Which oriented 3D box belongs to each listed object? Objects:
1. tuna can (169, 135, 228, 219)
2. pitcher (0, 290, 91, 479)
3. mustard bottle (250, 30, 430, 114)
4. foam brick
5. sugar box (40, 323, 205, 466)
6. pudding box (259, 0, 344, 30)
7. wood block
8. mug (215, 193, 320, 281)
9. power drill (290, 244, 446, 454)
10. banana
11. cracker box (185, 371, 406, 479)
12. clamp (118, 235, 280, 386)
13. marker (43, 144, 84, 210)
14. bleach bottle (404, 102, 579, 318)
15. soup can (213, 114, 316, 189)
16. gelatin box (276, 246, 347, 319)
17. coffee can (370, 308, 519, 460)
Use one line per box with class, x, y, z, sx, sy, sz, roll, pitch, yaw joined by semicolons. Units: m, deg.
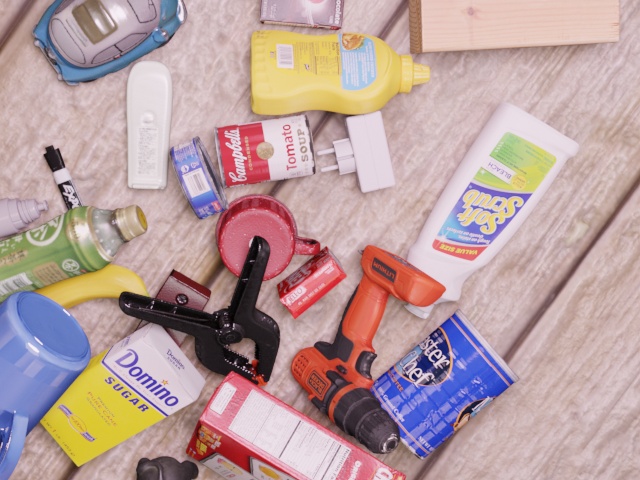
tuna can;-0.130;-0.066;1.144;0.034;0.086;0.086;-22;99;1
pitcher;-0.351;0.176;1.115;0.149;0.145;0.243;45;105;-2
mustard bottle;0.021;-0.179;1.139;0.191;0.058;0.096;0;56;-4
foam brick;-0.163;0.079;1.181;0.053;0.051;0.078;31;96;-7
sugar box;-0.223;0.169;1.165;0.176;0.048;0.093;-31;105;23
pudding box;-0.018;-0.285;1.141;0.090;0.039;0.113;4;98;-4
wood block;0.202;-0.249;1.134;0.206;0.090;0.091;-3;99;-3
mug;-0.058;0.001;1.160;0.117;0.081;0.093;11;98;-5
power drill;0.057;0.112;1.135;0.057;0.185;0.188;23;99;-39
banana;-0.272;0.066;1.167;0.198;0.037;0.069;-15;57;13
cracker box;-0.032;0.237;1.137;0.213;0.164;0.072;31;64;2
clamp;-0.110;0.092;1.138;0.164;0.036;0.210;-17;135;0
marker;-0.274;-0.047;1.172;0.020;0.020;0.121;-22;99;0
bleach bottle;0.176;-0.022;1.180;0.102;0.068;0.251;30;98;-5
soup can;-0.060;-0.096;1.153;0.102;0.068;0.068;-9;99;-3
gelatin box;-0.011;0.044;1.164;0.073;0.089;0.030;-38;99;3
coffee can;0.134;0.159;1.183;0.140;0.103;0.103;-41;98;3
